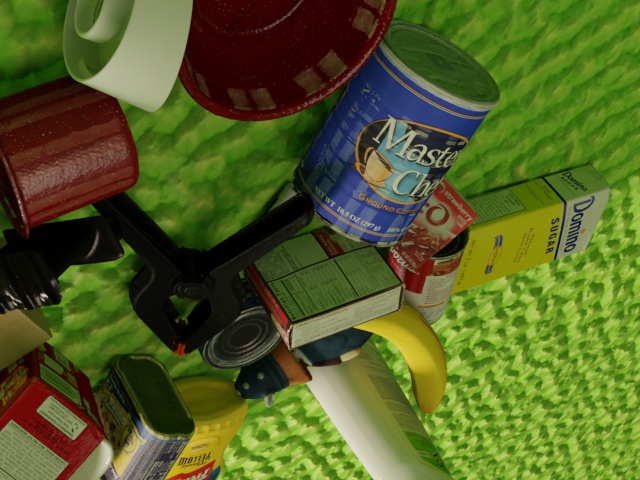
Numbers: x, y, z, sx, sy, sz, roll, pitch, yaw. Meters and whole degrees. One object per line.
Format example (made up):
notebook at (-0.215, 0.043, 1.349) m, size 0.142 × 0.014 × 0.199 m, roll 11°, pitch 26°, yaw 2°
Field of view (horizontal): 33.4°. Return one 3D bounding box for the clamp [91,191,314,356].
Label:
clamp at (-0.111, 0.022, 0.842) m, size 0.164 × 0.036 × 0.210 m, roll 10°, pitch 140°, yaw -15°

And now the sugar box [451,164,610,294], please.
sugar box at (0.198, -0.011, 1.053) m, size 0.176 × 0.048 × 0.093 m, roll -15°, pitch 140°, yaw -23°

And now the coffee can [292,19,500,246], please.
coffee can at (0.055, -0.080, 0.812) m, size 0.102 × 0.103 × 0.140 m, roll 4°, pitch 131°, yaw -40°

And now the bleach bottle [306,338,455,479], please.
bleach bottle at (0.067, 0.194, 1.015) m, size 0.068 × 0.251 × 0.102 m, roll -46°, pitch 143°, yaw 17°

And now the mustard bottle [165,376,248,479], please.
mustard bottle at (-0.140, 0.215, 1.046) m, size 0.096 × 0.058 × 0.192 m, roll -6°, pitch 137°, yaw -31°

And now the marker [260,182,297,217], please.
marker at (-0.056, 0.001, 0.893) m, size 0.020 × 0.020 × 0.121 m, roll 17°, pitch 121°, yaw -48°

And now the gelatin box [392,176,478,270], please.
gelatin box at (0.078, -0.031, 0.908) m, size 0.073 × 0.030 × 0.089 m, roll -41°, pitch 101°, yaw 13°

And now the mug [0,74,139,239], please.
mug at (-0.171, -0.055, 0.689) m, size 0.081 × 0.093 × 0.117 m, roll -24°, pitch 173°, yaw -21°

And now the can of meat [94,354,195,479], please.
can of meat at (-0.161, 0.162, 0.932) m, size 0.057 × 0.102 × 0.084 m, roll 6°, pitch 127°, yaw -44°

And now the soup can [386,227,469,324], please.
soup can at (0.094, 0.025, 0.996) m, size 0.068 × 0.068 × 0.102 m, roll -16°, pitch 142°, yaw -23°

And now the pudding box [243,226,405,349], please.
pudding box at (0.003, 0.036, 0.918) m, size 0.113 × 0.090 × 0.039 m, roll -19°, pitch 142°, yaw -20°

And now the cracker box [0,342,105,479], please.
cracker box at (-0.248, 0.176, 0.745) m, size 0.072 × 0.164 × 0.213 m, roll 43°, pitch 83°, yaw -16°

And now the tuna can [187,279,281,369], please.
tuna can at (-0.073, 0.076, 0.955) m, size 0.086 × 0.034 × 0.086 m, roll -21°, pitch 143°, yaw -17°

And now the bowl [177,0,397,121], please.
bowl at (-0.031, -0.157, 0.695) m, size 0.162 × 0.055 × 0.162 m, roll -21°, pitch 143°, yaw -17°

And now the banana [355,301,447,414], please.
banana at (0.076, 0.098, 0.993) m, size 0.070 × 0.037 × 0.197 m, roll -32°, pitch 131°, yaw 17°
